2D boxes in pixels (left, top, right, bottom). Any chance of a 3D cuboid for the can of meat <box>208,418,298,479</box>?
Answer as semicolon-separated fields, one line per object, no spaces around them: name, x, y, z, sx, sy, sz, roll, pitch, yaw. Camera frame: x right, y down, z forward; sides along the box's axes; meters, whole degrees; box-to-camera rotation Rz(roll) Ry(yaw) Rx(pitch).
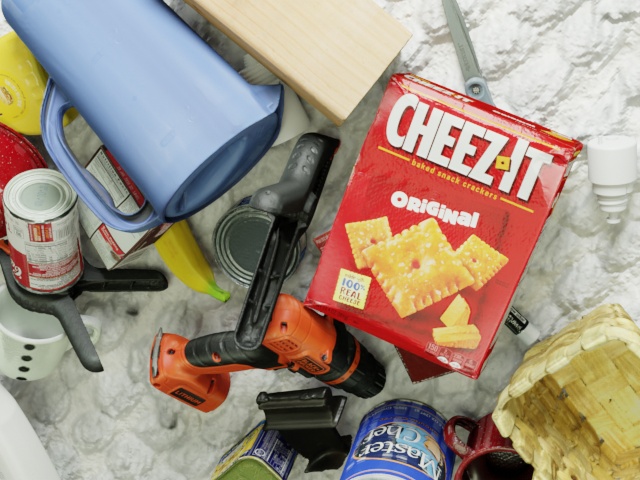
can of meat;-0.071;0.235;1.069;0.057;0.083;0.102;44;114;-6

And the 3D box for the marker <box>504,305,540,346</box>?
marker;0.152;0.049;0.975;0.121;0.020;0.020;44;114;-5

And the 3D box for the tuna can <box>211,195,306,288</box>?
tuna can;-0.057;0.001;1.001;0.086;0.033;0.086;5;112;12

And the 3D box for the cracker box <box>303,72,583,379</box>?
cracker box;0.100;-0.012;0.898;0.164;0.072;0.214;24;105;12

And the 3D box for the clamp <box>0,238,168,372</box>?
clamp;-0.247;0.055;1.035;0.171;0.120;0.039;19;143;11

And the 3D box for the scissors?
scissors;0.122;-0.114;0.921;0.096;0.016;0.201;-31;101;23

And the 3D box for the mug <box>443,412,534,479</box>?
mug;0.165;0.206;0.999;0.117;0.081;0.093;34;115;-1

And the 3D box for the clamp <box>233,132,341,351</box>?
clamp;-0.027;-0.018;0.896;0.036;0.209;0.165;18;126;7

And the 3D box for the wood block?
wood block;-0.035;-0.193;0.876;0.206;0.091;0.090;39;91;-3

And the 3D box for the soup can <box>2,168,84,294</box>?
soup can;-0.256;-0.008;0.990;0.068;0.068;0.102;17;138;7

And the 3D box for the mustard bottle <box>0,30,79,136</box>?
mustard bottle;-0.329;-0.129;1.005;0.192;0.058;0.096;-15;114;19

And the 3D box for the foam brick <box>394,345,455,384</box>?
foam brick;0.113;0.090;0.983;0.078;0.053;0.051;-21;104;20

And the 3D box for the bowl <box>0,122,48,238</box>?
bowl;-0.339;-0.047;1.006;0.162;0.055;0.162;3;137;2

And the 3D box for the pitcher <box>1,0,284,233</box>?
pitcher;-0.163;-0.135;0.902;0.243;0.149;0.145;47;138;8

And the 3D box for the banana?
banana;-0.140;-0.031;1.002;0.070;0.037;0.198;-17;100;39

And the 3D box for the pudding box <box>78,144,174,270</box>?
pudding box;-0.185;-0.033;0.984;0.090;0.039;0.114;58;140;4

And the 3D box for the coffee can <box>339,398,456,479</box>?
coffee can;0.070;0.227;0.999;0.103;0.140;0.103;5;112;12

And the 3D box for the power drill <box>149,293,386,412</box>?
power drill;-0.051;0.115;1.006;0.188;0.057;0.184;-17;143;28

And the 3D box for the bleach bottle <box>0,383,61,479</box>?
bleach bottle;-0.334;0.204;1.100;0.103;0.068;0.251;6;126;25
